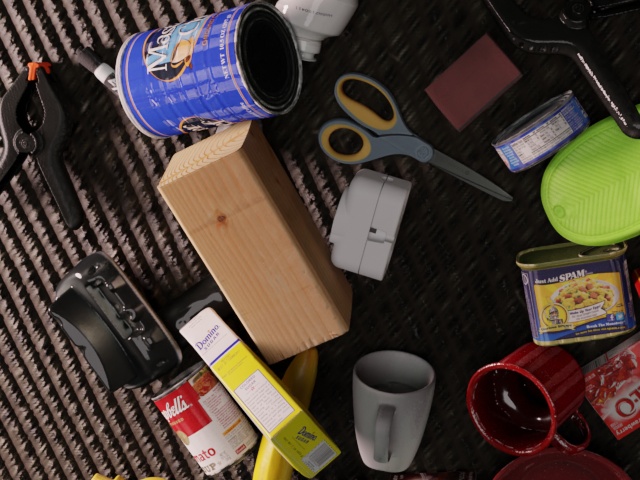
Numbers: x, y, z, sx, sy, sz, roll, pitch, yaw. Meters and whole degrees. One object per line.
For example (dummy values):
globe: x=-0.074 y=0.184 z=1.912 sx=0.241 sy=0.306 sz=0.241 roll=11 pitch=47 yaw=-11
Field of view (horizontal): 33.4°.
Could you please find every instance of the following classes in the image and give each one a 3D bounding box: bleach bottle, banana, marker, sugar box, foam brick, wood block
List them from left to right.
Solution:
marker: x=-0.197 y=-0.150 z=1.065 sx=0.121 sy=0.020 sz=0.020 roll=42 pitch=107 yaw=-1
sugar box: x=-0.059 y=0.143 z=1.021 sx=0.048 sy=0.176 sz=0.093 roll=-40 pitch=138 yaw=-6
wood block: x=-0.056 y=0.001 z=1.013 sx=0.091 sy=0.090 sz=0.206 roll=-24 pitch=112 yaw=15
banana: x=-0.036 y=0.204 z=1.072 sx=0.037 sy=0.070 sz=0.197 roll=22 pitch=63 yaw=-19
bleach bottle: x=0.000 y=-0.292 z=0.974 sx=0.102 sy=0.068 sz=0.251 roll=15 pitch=108 yaw=9
foam brick: x=0.141 y=-0.147 z=0.984 sx=0.078 sy=0.053 sz=0.051 roll=-42 pitch=93 yaw=16

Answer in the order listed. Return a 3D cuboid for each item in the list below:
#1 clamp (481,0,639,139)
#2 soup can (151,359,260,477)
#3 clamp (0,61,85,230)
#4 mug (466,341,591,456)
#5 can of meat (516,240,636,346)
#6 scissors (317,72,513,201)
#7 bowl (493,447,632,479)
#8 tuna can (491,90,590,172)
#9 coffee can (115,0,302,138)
clamp: x=0.237 y=-0.204 z=0.944 sx=0.210 sy=0.036 sz=0.164 roll=33 pitch=84 yaw=18
soup can: x=-0.117 y=0.184 z=1.102 sx=0.069 sy=0.068 sz=0.102 roll=-34 pitch=94 yaw=16
clamp: x=-0.302 y=-0.095 z=1.089 sx=0.120 sy=0.039 sz=0.171 roll=0 pitch=97 yaw=6
mug: x=0.207 y=0.153 z=1.009 sx=0.117 sy=0.081 sz=0.093 roll=42 pitch=128 yaw=20
can of meat: x=0.243 y=0.048 z=1.008 sx=0.102 sy=0.057 sz=0.084 roll=-9 pitch=103 yaw=13
scissors: x=0.081 y=-0.077 z=1.031 sx=0.202 sy=0.016 sz=0.096 roll=44 pitch=108 yaw=-1
bowl: x=0.240 y=0.270 z=1.060 sx=0.162 sy=0.055 sz=0.162 roll=2 pitch=103 yaw=10
tuna can: x=0.200 y=-0.098 z=0.967 sx=0.086 sy=0.086 sz=0.034 roll=-33 pitch=96 yaw=16
coffee can: x=-0.102 y=-0.155 z=0.982 sx=0.141 sy=0.102 sz=0.103 roll=-7 pitch=102 yaw=32
